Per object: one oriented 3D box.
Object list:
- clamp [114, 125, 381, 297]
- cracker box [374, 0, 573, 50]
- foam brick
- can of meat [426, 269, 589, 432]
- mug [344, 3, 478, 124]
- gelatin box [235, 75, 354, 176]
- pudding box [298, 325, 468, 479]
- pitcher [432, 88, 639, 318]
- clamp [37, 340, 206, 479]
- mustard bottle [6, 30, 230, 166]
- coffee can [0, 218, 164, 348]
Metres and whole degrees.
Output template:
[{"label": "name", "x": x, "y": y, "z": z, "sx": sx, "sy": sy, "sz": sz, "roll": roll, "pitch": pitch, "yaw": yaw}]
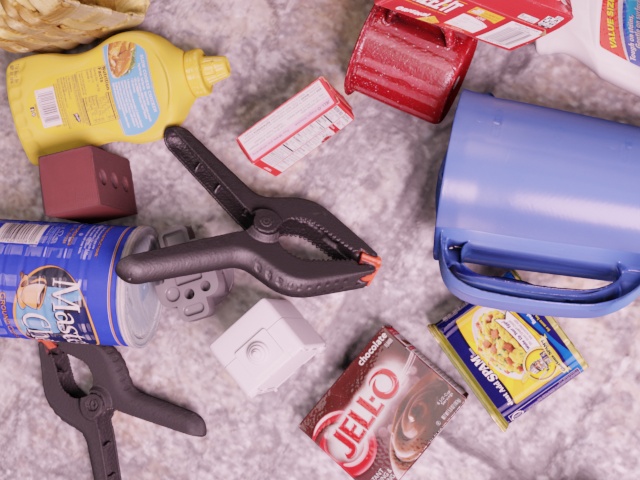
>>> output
[{"label": "clamp", "x": -0.056, "y": 0.001, "z": 0.861, "sx": 0.210, "sy": 0.036, "sz": 0.164, "roll": 23, "pitch": 49, "yaw": -3}, {"label": "cracker box", "x": 0.101, "y": -0.263, "z": 0.784, "sx": 0.072, "sy": 0.163, "sz": 0.214, "roll": -20, "pitch": 72, "yaw": 42}, {"label": "foam brick", "x": -0.199, "y": -0.047, "z": 0.917, "sx": 0.051, "sy": 0.078, "sz": 0.053, "roll": -11, "pitch": 83, "yaw": 13}, {"label": "can of meat", "x": 0.147, "y": 0.084, "z": 0.838, "sx": 0.084, "sy": 0.057, "sz": 0.102, "roll": -37, "pitch": 80, "yaw": 6}, {"label": "mug", "x": 0.076, "y": -0.150, "z": 0.846, "sx": 0.081, "sy": 0.117, "sz": 0.093, "roll": 25, "pitch": 63, "yaw": 9}, {"label": "gelatin box", "x": -0.019, "y": -0.094, "z": 0.881, "sx": 0.089, "sy": 0.073, "sz": 0.030, "roll": -36, "pitch": 79, "yaw": 8}, {"label": "pudding box", "x": 0.052, "y": 0.139, "z": 0.864, "sx": 0.090, "sy": 0.039, "sz": 0.113, "roll": 41, "pitch": 95, "yaw": 13}, {"label": "pitcher", "x": 0.206, "y": -0.021, "z": 0.794, "sx": 0.243, "sy": 0.145, "sz": 0.149, "roll": 11, "pitch": 101, "yaw": 11}, {"label": "clamp", "x": -0.177, "y": 0.138, "z": 0.917, "sx": 0.120, "sy": 0.039, "sz": 0.171, "roll": -35, "pitch": 79, "yaw": 7}, {"label": "mustard bottle", "x": -0.170, "y": -0.129, "z": 0.925, "sx": 0.192, "sy": 0.058, "sz": 0.096, "roll": -12, "pitch": 95, "yaw": 12}, {"label": "coffee can", "x": -0.213, "y": 0.035, "z": 0.897, "sx": 0.140, "sy": 0.102, "sz": 0.103, "roll": 3, "pitch": 86, "yaw": 10}]
